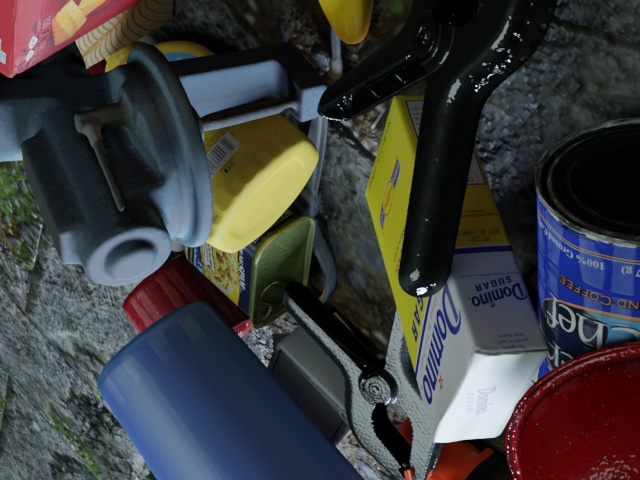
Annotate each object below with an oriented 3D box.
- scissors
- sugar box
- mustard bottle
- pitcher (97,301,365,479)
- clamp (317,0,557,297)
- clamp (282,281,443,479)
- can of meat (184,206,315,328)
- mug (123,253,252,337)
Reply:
[{"bbox_3d":[-0.024,-0.034,0.780,0.096,0.016,0.202,28,141,33],"label":"scissors"},{"bbox_3d":[0.069,0.012,0.594,0.093,0.048,0.176,103,161,-51],"label":"sugar box"},{"bbox_3d":[-0.094,-0.084,0.744,0.192,0.096,0.058,44,-173,29],"label":"mustard bottle"},{"bbox_3d":[-0.058,0.172,0.813,0.243,0.144,0.149,51,122,8],"label":"pitcher"},{"bbox_3d":[0.061,-0.099,0.540,0.210,0.036,0.165,-66,33,28],"label":"clamp"},{"bbox_3d":[0.052,0.091,0.747,0.120,0.039,0.171,-23,96,41],"label":"clamp"},{"bbox_3d":[-0.055,0.001,0.784,0.084,0.057,0.102,40,146,25],"label":"can of meat"},{"bbox_3d":[-0.115,0.066,0.939,0.081,0.093,0.117,51,-175,10],"label":"mug"}]
